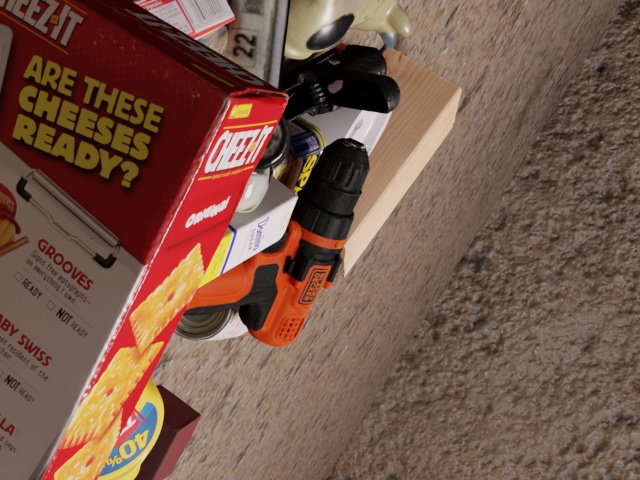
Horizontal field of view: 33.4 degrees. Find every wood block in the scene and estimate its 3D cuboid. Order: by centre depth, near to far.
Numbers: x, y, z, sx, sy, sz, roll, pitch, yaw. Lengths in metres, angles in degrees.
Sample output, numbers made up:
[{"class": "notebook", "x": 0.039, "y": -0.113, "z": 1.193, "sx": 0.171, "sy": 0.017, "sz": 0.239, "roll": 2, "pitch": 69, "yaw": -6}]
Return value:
[{"class": "wood block", "x": 0.045, "y": -0.079, "z": 1.072, "sx": 0.206, "sy": 0.091, "sz": 0.090, "roll": -54, "pitch": 167, "yaw": -18}]

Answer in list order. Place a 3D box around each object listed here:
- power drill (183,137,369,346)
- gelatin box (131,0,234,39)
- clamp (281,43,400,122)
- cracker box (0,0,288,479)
[{"class": "power drill", "x": -0.055, "y": 0.001, "z": 0.802, "sx": 0.187, "sy": 0.057, "sz": 0.184, "roll": 3, "pitch": 117, "yaw": -45}, {"class": "gelatin box", "x": -0.099, "y": -0.104, "z": 0.553, "sx": 0.073, "sy": 0.030, "sz": 0.089, "roll": -18, "pitch": -167, "yaw": 37}, {"class": "clamp", "x": -0.011, "y": -0.112, "z": 0.819, "sx": 0.210, "sy": 0.165, "sz": 0.036, "roll": -69, "pitch": 141, "yaw": -67}, {"class": "cracker box", "x": -0.134, "y": -0.005, "z": 0.438, "sx": 0.214, "sy": 0.164, "sz": 0.072, "roll": -62, "pitch": 168, "yaw": 16}]
